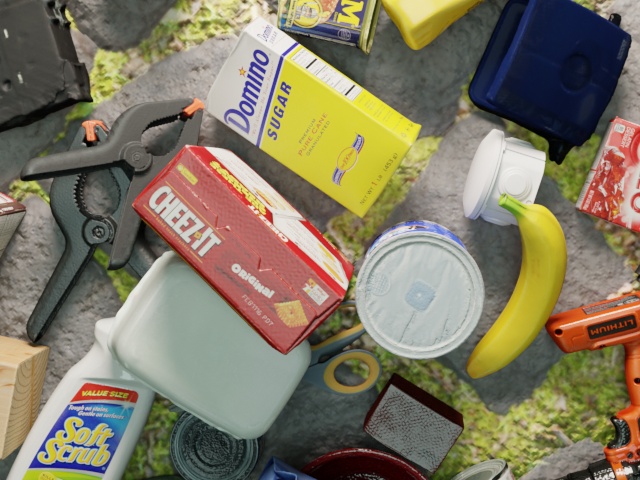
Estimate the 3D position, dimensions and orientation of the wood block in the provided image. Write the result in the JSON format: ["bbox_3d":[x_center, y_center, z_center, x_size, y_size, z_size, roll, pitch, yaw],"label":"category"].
[{"bbox_3d":[-0.369,0.124,0.983,0.206,0.090,0.091,12,96,3],"label":"wood block"}]

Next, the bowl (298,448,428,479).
[{"bbox_3d":[0.037,0.263,0.979,0.162,0.055,0.162,0,95,5],"label":"bowl"}]

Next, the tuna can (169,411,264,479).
[{"bbox_3d":[-0.097,0.188,0.994,0.086,0.033,0.086,0,95,5],"label":"tuna can"}]

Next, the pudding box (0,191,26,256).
[{"bbox_3d":[-0.320,0.012,0.969,0.039,0.090,0.113,32,96,-1],"label":"pudding box"}]

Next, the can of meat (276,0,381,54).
[{"bbox_3d":[0.012,-0.223,0.937,0.084,0.057,0.102,14,95,6],"label":"can of meat"}]

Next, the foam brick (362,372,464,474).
[{"bbox_3d":[0.084,0.165,0.968,0.078,0.051,0.053,32,98,1],"label":"foam brick"}]

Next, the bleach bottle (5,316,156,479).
[{"bbox_3d":[-0.212,0.161,0.973,0.102,0.068,0.251,24,102,-4],"label":"bleach bottle"}]

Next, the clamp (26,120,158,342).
[{"bbox_3d":[-0.209,-0.003,0.984,0.164,0.036,0.210,-11,97,4],"label":"clamp"}]

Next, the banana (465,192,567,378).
[{"bbox_3d":[0.174,0.043,0.929,0.069,0.037,0.198,8,123,5],"label":"banana"}]

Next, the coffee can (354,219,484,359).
[{"bbox_3d":[0.084,0.038,0.912,0.103,0.140,0.103,0,95,5],"label":"coffee can"}]

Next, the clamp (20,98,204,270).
[{"bbox_3d":[-0.175,-0.072,0.941,0.120,0.039,0.171,41,68,-14],"label":"clamp"}]

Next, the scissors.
[{"bbox_3d":[-0.030,0.132,0.975,0.201,0.016,0.096,-35,98,-4],"label":"scissors"}]

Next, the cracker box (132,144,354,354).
[{"bbox_3d":[-0.056,0.001,0.883,0.164,0.213,0.072,44,96,0],"label":"cracker box"}]

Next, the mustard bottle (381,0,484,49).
[{"bbox_3d":[0.144,-0.237,0.904,0.192,0.096,0.058,-33,91,7],"label":"mustard bottle"}]

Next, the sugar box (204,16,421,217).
[{"bbox_3d":[-0.009,-0.107,0.938,0.176,0.048,0.093,33,125,0],"label":"sugar box"}]
